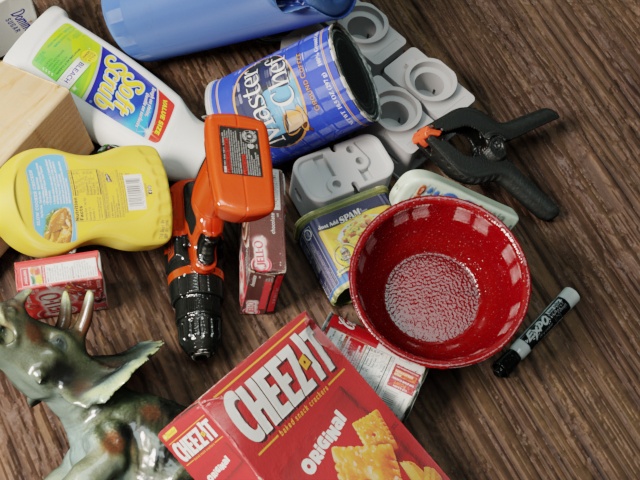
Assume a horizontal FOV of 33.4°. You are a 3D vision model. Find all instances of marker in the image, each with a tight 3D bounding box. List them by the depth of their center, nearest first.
[{"bbox_3d":[0.206,0.089,1.024,0.020,0.020,0.121,42,65,15],"label":"marker"}]

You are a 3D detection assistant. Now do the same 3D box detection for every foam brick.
[{"bbox_3d":[0.148,0.041,1.024,0.078,0.051,0.053,-40,74,-24],"label":"foam brick"}]

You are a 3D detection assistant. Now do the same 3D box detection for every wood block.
[{"bbox_3d":[-0.316,-0.055,0.988,0.090,0.091,0.206,23,61,23],"label":"wood block"}]

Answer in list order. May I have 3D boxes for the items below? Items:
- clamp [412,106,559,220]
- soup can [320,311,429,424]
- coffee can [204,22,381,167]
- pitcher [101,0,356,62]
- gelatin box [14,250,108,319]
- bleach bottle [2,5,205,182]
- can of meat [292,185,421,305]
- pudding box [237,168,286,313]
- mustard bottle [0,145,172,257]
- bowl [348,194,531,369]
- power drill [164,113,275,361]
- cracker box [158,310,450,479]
[{"bbox_3d":[0.176,-0.099,1.078,0.171,0.039,0.120,20,64,-22],"label":"clamp"},{"bbox_3d":[0.041,0.116,0.962,0.102,0.068,0.068,25,62,6],"label":"soup can"},{"bbox_3d":[-0.026,-0.135,1.034,0.140,0.102,0.103,-22,62,20],"label":"coffee can"},{"bbox_3d":[-0.090,-0.260,1.050,0.243,0.149,0.145,-9,89,32],"label":"pitcher"},{"bbox_3d":[-0.231,0.042,0.957,0.073,0.089,0.030,-8,70,-11],"label":"gelatin box"},{"bbox_3d":[-0.189,-0.134,1.072,0.251,0.068,0.102,30,60,6],"label":"bleach bottle"},{"bbox_3d":[0.037,0.007,1.027,0.102,0.057,0.084,-21,68,-17],"label":"can of meat"},{"bbox_3d":[-0.057,0.001,0.999,0.039,0.090,0.113,4,61,-9],"label":"pudding box"},{"bbox_3d":[-0.230,-0.034,0.944,0.191,0.058,0.096,-5,81,-33],"label":"mustard bottle"},{"bbox_3d":[0.104,0.043,0.957,0.162,0.055,0.162,1,69,-2],"label":"bowl"},{"bbox_3d":[-0.096,-0.008,0.947,0.057,0.188,0.184,3,59,-23],"label":"power drill"},{"bbox_3d":[0.001,0.183,0.858,0.214,0.072,0.163,50,38,2],"label":"cracker box"}]
